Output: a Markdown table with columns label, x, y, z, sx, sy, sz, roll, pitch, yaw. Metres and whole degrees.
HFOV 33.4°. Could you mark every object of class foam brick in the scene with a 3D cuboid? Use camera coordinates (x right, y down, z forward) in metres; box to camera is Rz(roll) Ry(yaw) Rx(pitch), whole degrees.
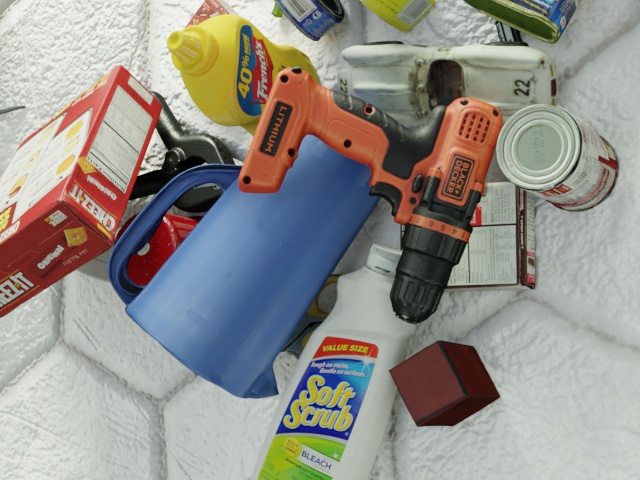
| label | x | y | z | sx | sy | sz | roll | pitch | yaw |
| --- | --- | --- | --- | --- | --- | --- | --- | --- | --- |
| foam brick | 0.102 | 0.117 | 0.869 | 0.053 | 0.078 | 0.051 | -35 | 67 | 19 |

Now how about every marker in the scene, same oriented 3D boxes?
| label | x | y | z | sx | sy | sz | roll | pitch | yaw |
| --- | --- | --- | --- | --- | --- | --- | --- | --- | --- |
| marker | 0.155 | -0.205 | 0.920 | 0.020 | 0.020 | 0.121 | -20 | 73 | 27 |

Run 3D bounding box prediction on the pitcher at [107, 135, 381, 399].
| label | x | y | z | sx | sy | sz | roll | pitch | yaw |
| --- | --- | --- | --- | --- | --- | --- | --- | --- | --- |
| pitcher | -0.056 | 0.001 | 0.923 | 0.145 | 0.149 | 0.243 | 32 | 84 | 44 |

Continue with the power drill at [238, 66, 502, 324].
| label | x | y | z | sx | sy | sz | roll | pitch | yaw |
| --- | --- | --- | --- | --- | --- | --- | --- | --- | --- |
| power drill | 0.034 | -0.045 | 0.844 | 0.187 | 0.057 | 0.184 | 19 | 87 | -1 |

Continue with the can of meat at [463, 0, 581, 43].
| label | x | y | z | sx | sy | sz | roll | pitch | yaw |
| --- | --- | --- | --- | --- | --- | --- | --- | --- | --- |
| can of meat | 0.172 | -0.221 | 0.877 | 0.102 | 0.057 | 0.084 | 29 | 90 | 20 |

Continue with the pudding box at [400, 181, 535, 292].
| label | x | y | z | sx | sy | sz | roll | pitch | yaw |
| --- | --- | --- | --- | --- | --- | --- | --- | --- | --- |
| pudding box | 0.122 | -0.002 | 0.898 | 0.114 | 0.039 | 0.090 | -3 | 84 | 33 |

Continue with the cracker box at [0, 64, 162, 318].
| label | x | y | z | sx | sy | sz | roll | pitch | yaw |
| --- | --- | --- | --- | --- | --- | --- | --- | --- | --- |
| cracker box | -0.244 | -0.048 | 1.011 | 0.164 | 0.072 | 0.213 | -30 | 32 | 29 |

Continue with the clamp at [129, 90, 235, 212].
| label | x | y | z | sx | sy | sz | roll | pitch | yaw |
| --- | --- | --- | --- | --- | --- | --- | --- | --- | --- |
| clamp | -0.140 | -0.085 | 1.066 | 0.172 | 0.039 | 0.120 | 13 | 93 | 33 |

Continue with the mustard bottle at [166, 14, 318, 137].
| label | x | y | z | sx | sy | sz | roll | pitch | yaw |
| --- | --- | --- | --- | --- | --- | --- | --- | --- | --- |
| mustard bottle | -0.071 | -0.146 | 0.942 | 0.058 | 0.191 | 0.096 | -1 | 80 | 30 |

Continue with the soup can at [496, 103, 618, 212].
| label | x | y | z | sx | sy | sz | roll | pitch | yaw |
| --- | --- | --- | --- | --- | --- | --- | --- | --- | --- |
| soup can | 0.186 | -0.063 | 0.832 | 0.069 | 0.102 | 0.068 | -5 | 80 | 30 |

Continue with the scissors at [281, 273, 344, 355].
| label | x | y | z | sx | sy | sz | roll | pitch | yaw |
| --- | --- | --- | --- | --- | --- | --- | --- | --- | --- |
| scissors | -0.038 | 0.077 | 0.994 | 0.202 | 0.016 | 0.096 | 2 | 82 | 31 |

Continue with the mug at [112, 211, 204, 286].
| label | x | y | z | sx | sy | sz | roll | pitch | yaw |
| --- | --- | --- | --- | --- | --- | --- | --- | --- | --- |
| mug | -0.137 | 0.022 | 1.021 | 0.117 | 0.081 | 0.093 | 37 | 102 | 29 |

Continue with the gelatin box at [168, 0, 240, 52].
| label | x | y | z | sx | sy | sz | roll | pitch | yaw |
| --- | --- | --- | --- | --- | --- | --- | --- | --- | --- |
| gelatin box | -0.100 | -0.190 | 1.061 | 0.073 | 0.030 | 0.089 | -50 | 62 | 15 |

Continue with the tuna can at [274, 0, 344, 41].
| label | x | y | z | sx | sy | sz | roll | pitch | yaw |
| --- | --- | --- | --- | --- | --- | --- | --- | --- | --- |
| tuna can | -0.016 | -0.228 | 0.985 | 0.034 | 0.086 | 0.086 | -36 | 66 | 20 |

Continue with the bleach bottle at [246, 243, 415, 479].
| label | x | y | z | sx | sy | sz | roll | pitch | yaw |
| --- | --- | --- | --- | --- | --- | --- | --- | --- | --- |
| bleach bottle | 0.014 | 0.122 | 0.908 | 0.103 | 0.068 | 0.251 | 22 | 101 | 27 |

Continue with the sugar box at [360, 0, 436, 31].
| label | x | y | z | sx | sy | sz | roll | pitch | yaw |
| --- | --- | --- | --- | --- | --- | --- | --- | --- | --- |
| sugar box | 0.021 | -0.268 | 0.965 | 0.048 | 0.093 | 0.176 | -45 | 64 | 16 |
